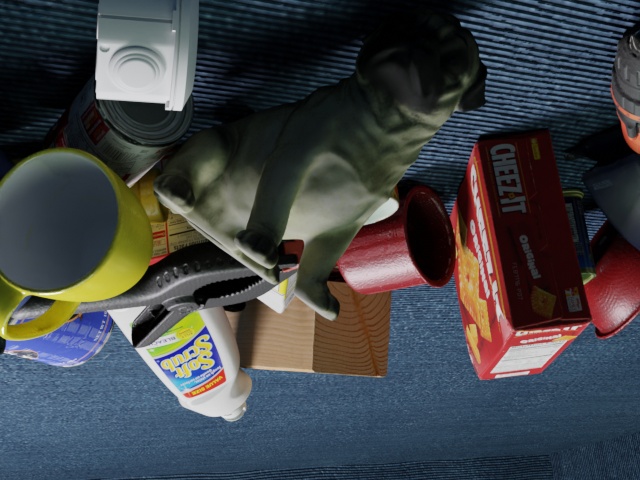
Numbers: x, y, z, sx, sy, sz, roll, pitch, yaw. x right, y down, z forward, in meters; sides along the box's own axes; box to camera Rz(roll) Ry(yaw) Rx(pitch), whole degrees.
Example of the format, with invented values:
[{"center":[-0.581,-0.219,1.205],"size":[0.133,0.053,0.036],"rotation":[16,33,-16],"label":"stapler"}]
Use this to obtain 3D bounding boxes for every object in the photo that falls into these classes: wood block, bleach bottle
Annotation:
[{"center":[-0.021,0.094,1.129],"size":[0.090,0.091,0.206],"rotation":[8,171,-30],"label":"wood block"},{"center":[-0.124,0.105,1.072],"size":[0.102,0.068,0.250],"rotation":[-20,137,6],"label":"bleach bottle"}]

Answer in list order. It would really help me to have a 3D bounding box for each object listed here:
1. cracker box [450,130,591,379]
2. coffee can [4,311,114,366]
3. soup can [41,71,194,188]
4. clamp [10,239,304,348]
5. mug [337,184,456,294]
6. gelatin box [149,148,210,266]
[{"center":[0.165,0.022,0.937],"size":[0.072,0.164,0.214],"rotation":[-8,162,-2],"label":"cracker box"},{"center":[-0.270,0.057,0.985],"size":[0.103,0.103,0.140],"rotation":[-13,161,20],"label":"coffee can"},{"center":[-0.133,-0.072,0.694],"size":[0.068,0.068,0.102],"rotation":[5,159,-32],"label":"soup can"},{"center":[-0.102,0.037,0.794],"size":[0.210,0.036,0.164],"rotation":[-16,161,15],"label":"clamp"},{"center":[0.071,-0.002,0.977],"size":[0.082,0.093,0.117],"rotation":[-13,-162,34],"label":"mug"},{"center":[-0.110,-0.024,0.814],"size":[0.073,0.089,0.030],"rotation":[-13,161,17],"label":"gelatin box"}]
